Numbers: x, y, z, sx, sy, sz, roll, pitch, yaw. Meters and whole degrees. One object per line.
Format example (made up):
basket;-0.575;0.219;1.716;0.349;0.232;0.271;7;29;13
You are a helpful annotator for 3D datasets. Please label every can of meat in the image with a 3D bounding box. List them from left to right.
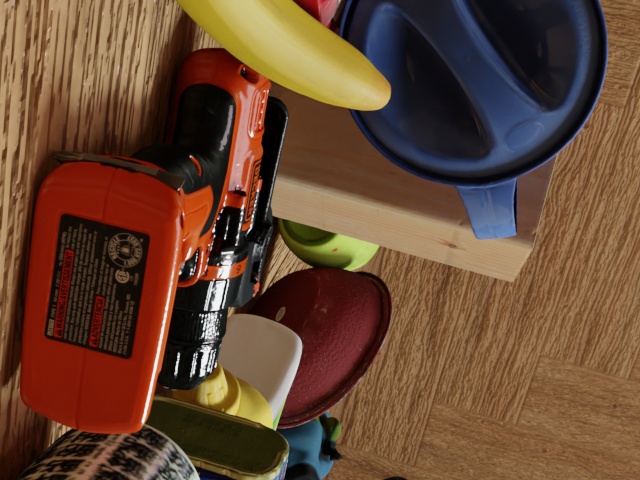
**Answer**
can of meat;-0.072;0.144;0.608;0.057;0.102;0.084;-59;161;-65

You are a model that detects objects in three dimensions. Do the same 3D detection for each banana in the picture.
banana;-0.026;-0.104;0.457;0.197;0.070;0.037;48;57;-63

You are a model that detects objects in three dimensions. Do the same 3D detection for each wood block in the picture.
wood block;0.055;-0.048;0.772;0.091;0.206;0.090;87;20;-73

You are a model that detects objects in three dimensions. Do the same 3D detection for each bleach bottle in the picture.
bleach bottle;-0.072;0.177;0.871;0.251;0.068;0.102;102;9;-46

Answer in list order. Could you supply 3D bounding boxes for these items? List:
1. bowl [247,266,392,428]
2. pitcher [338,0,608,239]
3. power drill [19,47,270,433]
bowl;-0.018;0.077;0.909;0.162;0.055;0.162;-34;-149;23
pitcher;0.097;-0.113;0.636;0.149;0.145;0.242;-55;180;20
power drill;-0.073;0.012;0.484;0.187;0.057;0.184;-65;165;-71
